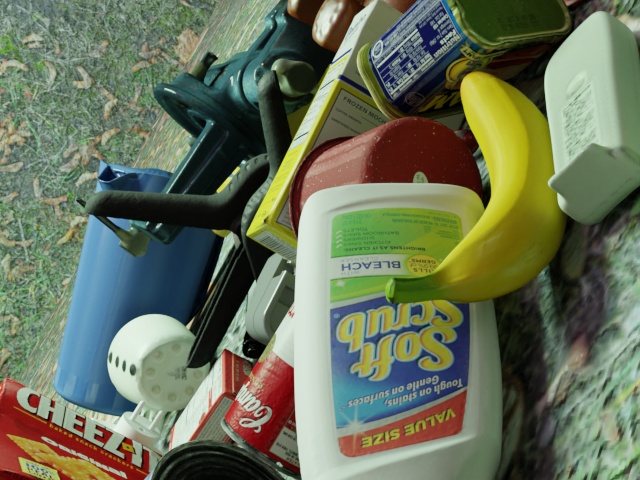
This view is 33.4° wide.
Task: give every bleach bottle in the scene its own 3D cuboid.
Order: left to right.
[{"bbox_3d":[0.040,0.070,0.464,0.251,0.102,0.068,-94,5,-53],"label":"bleach bottle"}]

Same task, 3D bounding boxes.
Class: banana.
[{"bbox_3d":[0.088,-0.028,0.518,0.197,0.069,0.037,-64,-5,-51],"label":"banana"}]

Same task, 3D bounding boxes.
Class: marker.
[{"bbox_3d":[-0.054,0.061,0.890,0.020,0.020,0.121,-54,16,23],"label":"marker"}]

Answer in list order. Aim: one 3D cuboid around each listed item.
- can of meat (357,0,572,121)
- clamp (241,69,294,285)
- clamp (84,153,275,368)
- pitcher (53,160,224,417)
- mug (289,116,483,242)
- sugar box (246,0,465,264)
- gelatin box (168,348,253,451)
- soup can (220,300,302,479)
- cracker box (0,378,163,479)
[{"bbox_3d":[0.087,-0.118,0.635,0.101,0.057,0.084,-16,-15,-40],"label":"can of meat"},{"bbox_3d":[-0.018,-0.038,0.788,0.171,0.120,0.039,-60,1,12],"label":"clamp"},{"bbox_3d":[-0.055,0.001,0.834,0.210,0.164,0.036,-22,21,0],"label":"clamp"},{"bbox_3d":[-0.179,0.050,1.078,0.145,0.149,0.243,-165,91,-77],"label":"pitcher"},{"bbox_3d":[0.049,-0.030,0.626,0.117,0.093,0.082,-35,8,-27],"label":"mug"},{"bbox_3d":[0.032,-0.060,0.703,0.176,0.093,0.048,-64,16,-19],"label":"sugar box"},{"bbox_3d":[-0.084,0.138,0.827,0.089,0.030,0.073,-56,14,14],"label":"gelatin box"},{"bbox_3d":[-0.002,0.077,0.606,0.102,0.068,0.068,-59,15,2],"label":"soup can"},{"bbox_3d":[-0.183,0.192,0.790,0.072,0.164,0.214,-58,15,2],"label":"cracker box"}]
